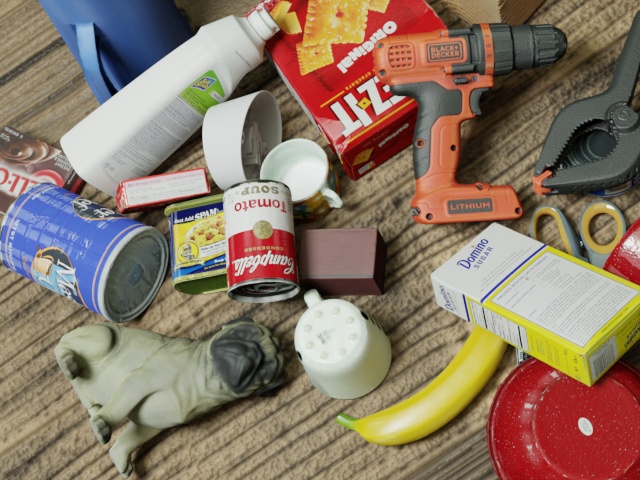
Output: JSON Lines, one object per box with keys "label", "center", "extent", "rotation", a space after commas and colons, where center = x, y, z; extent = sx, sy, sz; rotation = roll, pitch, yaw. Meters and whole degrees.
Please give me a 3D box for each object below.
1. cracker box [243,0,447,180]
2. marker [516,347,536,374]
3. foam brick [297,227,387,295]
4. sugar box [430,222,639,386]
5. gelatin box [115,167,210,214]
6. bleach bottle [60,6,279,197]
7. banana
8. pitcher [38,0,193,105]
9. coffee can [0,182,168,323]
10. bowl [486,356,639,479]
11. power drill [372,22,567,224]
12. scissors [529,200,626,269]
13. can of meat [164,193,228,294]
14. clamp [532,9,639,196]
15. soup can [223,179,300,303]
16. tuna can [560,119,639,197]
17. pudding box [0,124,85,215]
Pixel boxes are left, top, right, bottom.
{"label": "cracker box", "center": [0.041, -0.196, 1.111], "extent": [0.164, 0.072, 0.214], "rotation": [-34, 64, 1]}
{"label": "marker", "center": [0.188, 0.130, 0.962], "extent": [0.020, 0.020, 0.121], "rotation": [-5, 67, 14]}
{"label": "foam brick", "center": [0.021, 0.021, 1.037], "extent": [0.078, 0.053, 0.051], "rotation": [-1, 68, 15]}
{"label": "sugar box", "center": [0.192, 0.052, 0.940], "extent": [0.093, 0.048, 0.176], "rotation": [-37, 39, -23]}
{"label": "gelatin box", "center": [-0.163, -0.050, 1.092], "extent": [0.089, 0.073, 0.030], "rotation": [-12, 89, -15]}
{"label": "bleach bottle", "center": [-0.145, -0.149, 1.107], "extent": [0.251, 0.102, 0.068], "rotation": [-37, 66, 9]}
{"label": "banana", "center": [0.108, 0.130, 0.975], "extent": [0.198, 0.037, 0.070], "rotation": [-35, 64, 0]}
{"label": "pitcher", "center": [-0.226, -0.243, 1.113], "extent": [0.145, 0.242, 0.149], "rotation": [-43, 70, -6]}
{"label": "coffee can", "center": [-0.241, 0.011, 1.090], "extent": [0.140, 0.102, 0.102], "rotation": [23, 76, 23]}
{"label": "bowl", "center": [0.223, 0.162, 0.903], "extent": [0.162, 0.055, 0.162], "rotation": [-2, 71, 5]}
{"label": "power drill", "center": [0.148, -0.111, 1.013], "extent": [0.184, 0.057, 0.187], "rotation": [-5, 90, 3]}
{"label": "scissors", "center": [0.263, 0.045, 0.977], "extent": [0.096, 0.016, 0.202], "rotation": [-27, 66, 1]}
{"label": "can of meat", "center": [-0.103, 0.004, 1.079], "extent": [0.102, 0.057, 0.084], "rotation": [-11, 68, 12]}
{"label": "clamp", "center": [0.279, -0.118, 0.989], "extent": [0.210, 0.036, 0.165], "rotation": [-30, 64, 3]}
{"label": "soup can", "center": [-0.057, 0.001, 1.009], "extent": [0.068, 0.068, 0.102], "rotation": [-9, 70, 12]}
{"label": "tuna can", "center": [0.272, -0.087, 1.019], "extent": [0.086, 0.033, 0.086], "rotation": [-6, 67, 14]}
{"label": "pudding box", "center": [-0.325, -0.066, 1.181], "extent": [0.114, 0.039, 0.090], "rotation": [25, 77, 24]}
